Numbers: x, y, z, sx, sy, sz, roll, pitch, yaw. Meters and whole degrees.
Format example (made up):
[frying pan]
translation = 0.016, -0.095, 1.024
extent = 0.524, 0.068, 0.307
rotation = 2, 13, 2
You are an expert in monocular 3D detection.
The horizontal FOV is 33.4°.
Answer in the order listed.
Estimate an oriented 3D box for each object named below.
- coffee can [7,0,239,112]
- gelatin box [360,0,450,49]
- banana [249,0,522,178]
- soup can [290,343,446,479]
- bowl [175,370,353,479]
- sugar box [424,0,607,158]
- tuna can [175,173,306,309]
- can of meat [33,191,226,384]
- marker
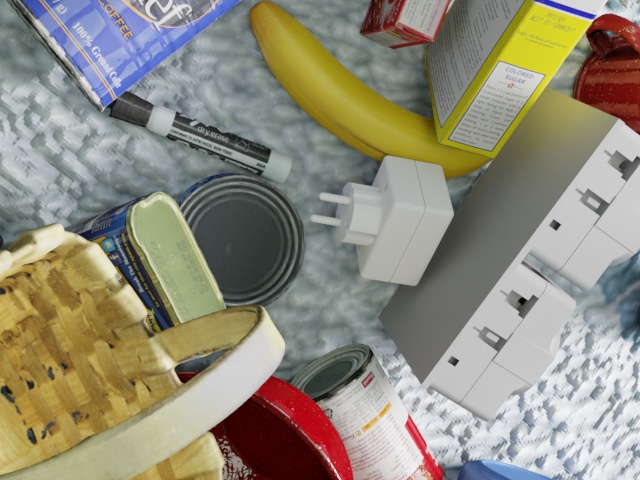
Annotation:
[coffee can]
translation = -0.101, -0.155, 0.598
extent = 0.140, 0.103, 0.102
rotation = -40, 105, -6
[gelatin box]
translation = 0.061, -0.165, 0.653
extent = 0.030, 0.073, 0.089
rotation = 21, 92, -16
[banana]
translation = 0.038, -0.085, 0.679
extent = 0.197, 0.037, 0.069
rotation = 21, 62, -19
[soup can]
translation = 0.027, 0.126, 0.685
extent = 0.068, 0.068, 0.102
rotation = -32, 103, -8
[bowl]
translation = -0.039, 0.134, 0.649
extent = 0.055, 0.162, 0.162
rotation = -44, 110, -48
[sugar box]
translation = 0.120, -0.141, 0.613
extent = 0.048, 0.093, 0.176
rotation = 15, 136, -20
[tuna can]
translation = -0.054, 0.001, 0.665
extent = 0.086, 0.034, 0.086
rotation = -2, 98, -14
[can of meat]
translation = -0.112, 0.030, 0.622
extent = 0.084, 0.057, 0.102
rotation = -19, 104, 27
[marker]
translation = -0.075, -0.065, 0.659
extent = 0.121, 0.020, 0.020
rotation = 21, 92, -16
